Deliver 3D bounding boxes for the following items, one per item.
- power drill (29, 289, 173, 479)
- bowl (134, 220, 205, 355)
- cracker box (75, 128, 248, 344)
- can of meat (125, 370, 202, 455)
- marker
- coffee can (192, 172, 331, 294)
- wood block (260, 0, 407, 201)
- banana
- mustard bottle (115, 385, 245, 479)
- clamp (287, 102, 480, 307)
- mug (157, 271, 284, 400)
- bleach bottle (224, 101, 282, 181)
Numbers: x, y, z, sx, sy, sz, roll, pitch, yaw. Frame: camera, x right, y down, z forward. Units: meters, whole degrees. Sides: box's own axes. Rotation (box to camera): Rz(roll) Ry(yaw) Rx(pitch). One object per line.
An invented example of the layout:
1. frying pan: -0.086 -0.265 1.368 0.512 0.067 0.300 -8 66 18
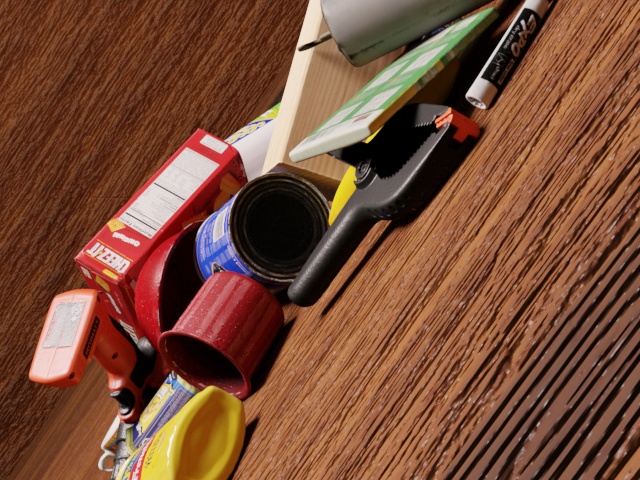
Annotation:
1. power drill: -0.213 0.149 1.083 0.057 0.187 0.184 -7 55 23
2. bowl: -0.144 0.059 1.107 0.055 0.162 0.162 2 46 26
3. cracker box: -0.163 0.005 1.216 0.213 0.072 0.164 -51 -27 -25
4. can of meat: -0.138 0.170 1.015 0.084 0.057 0.102 -55 11 -3
5. marker: 0.146 -0.152 0.787 0.121 0.020 0.020 -58 10 -6
6. coffee can: -0.057 0.001 1.022 0.102 0.102 0.140 -60 11 -20
7. wood block: 0.019 -0.150 1.021 0.090 0.090 0.206 156 130 -73
8. banana: 0.068 -0.090 0.928 0.198 0.037 0.069 -54 -12 1
9. mustard bottle: -0.128 0.194 0.892 0.192 0.058 0.096 -44 21 52
10. clamp: 0.045 -0.056 0.838 0.210 0.036 0.164 -38 37 44
11. mug: -0.088 0.087 0.957 0.081 0.093 0.117 -58 5 -34
12. bleach bottle: -0.099 -0.103 1.334 0.250 0.068 0.103 -33 19 -10
